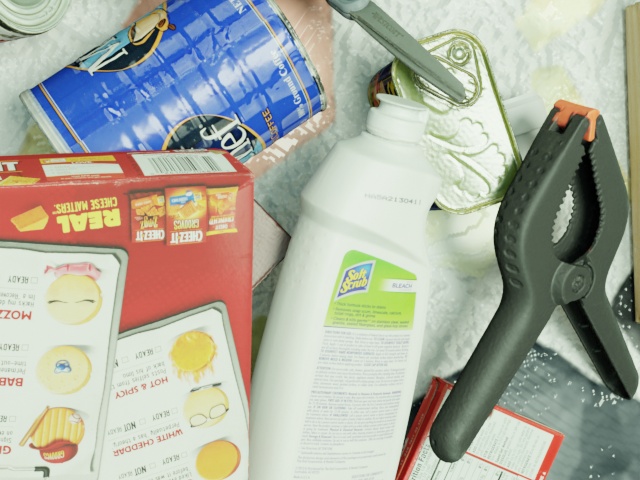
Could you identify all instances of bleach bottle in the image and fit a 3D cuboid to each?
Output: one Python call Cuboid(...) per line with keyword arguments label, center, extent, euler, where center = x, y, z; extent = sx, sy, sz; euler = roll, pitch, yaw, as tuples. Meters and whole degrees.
Cuboid(label="bleach bottle", center=(0.020, 0.045, 0.596), extent=(0.102, 0.068, 0.251), euler=(4, 109, -34))

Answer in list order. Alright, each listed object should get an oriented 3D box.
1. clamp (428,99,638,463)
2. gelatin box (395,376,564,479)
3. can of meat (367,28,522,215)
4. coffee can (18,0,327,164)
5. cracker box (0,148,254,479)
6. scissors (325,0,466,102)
Cuboid(label="clamp", center=(0.129, 0.026, 0.616), extent=(0.164, 0.036, 0.210), euler=(-19, 118, -30))
Cuboid(label="gelatin box", center=(0.097, 0.136, 0.673), extent=(0.089, 0.030, 0.073), euler=(24, 89, -9))
Cuboid(label="can of meat", center=(0.071, -0.067, 0.638), extent=(0.057, 0.084, 0.102), euler=(-20, 94, -8))
Cuboid(label="coffee can", center=(-0.082, -0.078, 0.605), extent=(0.140, 0.103, 0.103), euler=(-35, 96, -7))
Cuboid(label="cracker box", center=(-0.122, 0.063, 0.539), extent=(0.164, 0.072, 0.214), euler=(-5, 110, -20))
Cuboid(label="scissors", center=(0.024, -0.153, 0.615), extent=(0.202, 0.016, 0.096), euler=(31, 67, 24))
